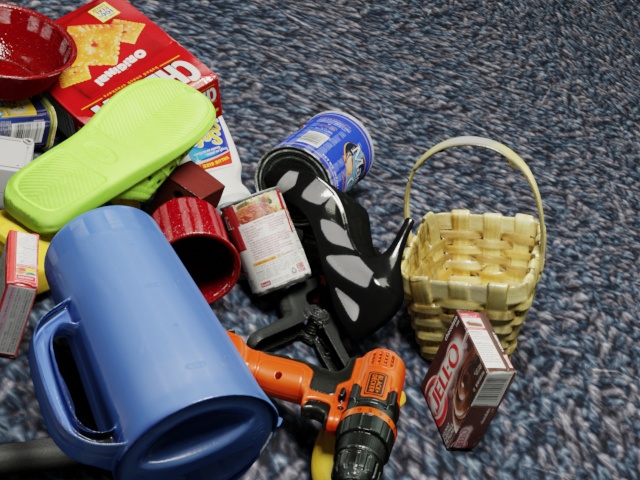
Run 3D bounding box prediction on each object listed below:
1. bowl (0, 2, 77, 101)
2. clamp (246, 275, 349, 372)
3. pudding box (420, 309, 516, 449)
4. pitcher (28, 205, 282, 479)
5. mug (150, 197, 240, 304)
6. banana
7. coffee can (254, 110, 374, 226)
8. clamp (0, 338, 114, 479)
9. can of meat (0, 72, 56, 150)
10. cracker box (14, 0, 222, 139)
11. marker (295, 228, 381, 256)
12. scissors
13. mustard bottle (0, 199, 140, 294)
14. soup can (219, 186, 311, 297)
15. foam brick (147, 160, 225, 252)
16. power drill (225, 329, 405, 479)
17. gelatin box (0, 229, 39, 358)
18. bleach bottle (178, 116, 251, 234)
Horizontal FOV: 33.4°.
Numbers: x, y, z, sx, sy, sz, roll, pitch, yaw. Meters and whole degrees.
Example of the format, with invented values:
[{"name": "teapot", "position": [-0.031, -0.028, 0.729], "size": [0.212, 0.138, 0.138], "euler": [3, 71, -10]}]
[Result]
[{"name": "bowl", "position": [-0.353, -0.201, 1.173], "size": [0.162, 0.055, 0.162], "euler": [14, 35, -10]}, {"name": "clamp", "position": [-0.001, 0.095, 1.110], "size": [0.120, 0.039, 0.171], "euler": [33, 31, -1]}, {"name": "pudding box", "position": [0.147, 0.141, 1.075], "size": [0.039, 0.114, 0.090], "euler": [6, 36, -23]}, {"name": "pitcher", "position": [-0.150, 0.085, 0.865], "size": [0.145, 0.149, 0.243], "euler": [-32, 53, -2]}, {"name": "mug", "position": [-0.146, 0.013, 1.097], "size": [0.117, 0.093, 0.081], "euler": [-20, 37, -2]}, {"name": "banana", "position": [0.031, 0.189, 1.002], "size": [0.069, 0.037, 0.197], "euler": [39, 32, -7]}, {"name": "coffee can", "position": [-0.005, -0.091, 1.315], "size": [0.103, 0.103, 0.140], "euler": [31, 33, 9]}, {"name": "clamp", "position": [-0.176, 0.168, 0.883], "size": [0.210, 0.036, 0.164], "euler": [25, 31, -2]}, {"name": "can of meat", "position": [-0.356, -0.142, 1.193], "size": [0.083, 0.057, 0.102], "euler": [-10, 46, -40]}, {"name": "cracker box", "position": [-0.245, -0.189, 1.257], "size": [0.164, 0.072, 0.214], "euler": [-35, 58, -24]}, {"name": "marker", "position": [0.017, 0.006, 1.270], "size": [0.121, 0.020, 0.020], "euler": [13, 34, -19]}, {"name": "scissors", "position": [-0.039, 0.024, 1.199], "size": [0.201, 0.016, 0.096], "euler": [30, 58, -28]}, {"name": "mustard bottle", "position": [-0.250, -0.010, 1.073], "size": [0.096, 0.058, 0.191], "euler": [32, 32, 20]}, {"name": "soup can", "position": [-0.057, 0.001, 1.134], "size": [0.068, 0.069, 0.102], "euler": [-22, 91, -50]}, {"name": "foam brick", "position": [-0.148, -0.037, 1.163], "size": [0.053, 0.078, 0.051], "euler": [35, 32, 14]}, {"name": "power drill", "position": [-0.023, 0.150, 0.952], "size": [0.188, 0.057, 0.184], "euler": [11, 29, 7]}, {"name": "gelatin box", "position": [-0.271, 0.048, 0.944], "size": [0.030, 0.089, 0.073], "euler": [11, 35, -22]}, {"name": "bleach bottle", "position": [-0.138, -0.099, 1.276], "size": [0.102, 0.068, 0.251], "euler": [-3, 44, -32]}]
